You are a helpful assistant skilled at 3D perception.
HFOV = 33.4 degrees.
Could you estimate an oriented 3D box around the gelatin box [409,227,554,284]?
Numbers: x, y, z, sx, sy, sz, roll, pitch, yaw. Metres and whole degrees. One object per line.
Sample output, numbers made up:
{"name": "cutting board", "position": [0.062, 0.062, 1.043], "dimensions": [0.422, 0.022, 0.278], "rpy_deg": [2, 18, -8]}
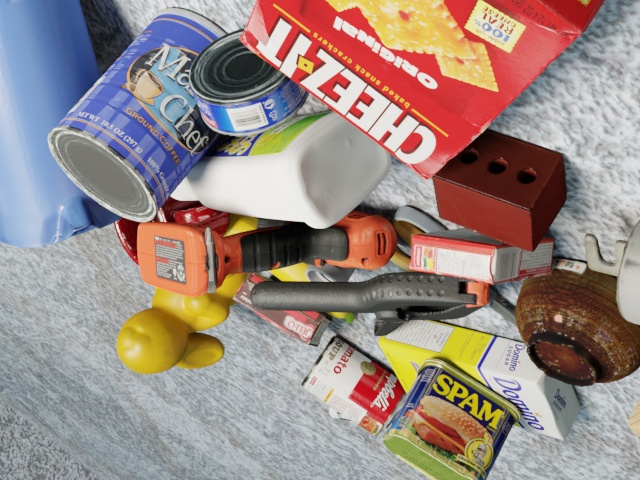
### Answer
{"name": "gelatin box", "position": [0.122, 0.011, 0.798], "dimensions": [0.073, 0.089, 0.030], "rpy_deg": [10, 100, 40]}

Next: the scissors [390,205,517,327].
{"name": "scissors", "position": [0.124, 0.044, 0.927], "dimensions": [0.201, 0.016, 0.096], "rpy_deg": [45, 155, -19]}

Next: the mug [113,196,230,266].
{"name": "mug", "position": [-0.134, -0.027, 1.016], "dimensions": [0.117, 0.081, 0.093], "rpy_deg": [-7, 103, 50]}

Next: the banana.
{"name": "banana", "position": [-0.039, 0.023, 1.065], "dimensions": [0.197, 0.037, 0.070], "rpy_deg": [39, 154, -6]}

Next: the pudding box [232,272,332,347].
{"name": "pudding box", "position": [-0.036, 0.072, 1.103], "dimensions": [0.090, 0.039, 0.113], "rpy_deg": [32, 179, 8]}

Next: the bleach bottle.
{"name": "bleach bottle", "position": [-0.062, -0.058, 0.878], "dimensions": [0.251, 0.102, 0.068], "rpy_deg": [1, 124, 49]}

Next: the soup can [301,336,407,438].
{"name": "soup can", "position": [0.038, 0.159, 1.169], "dimensions": [0.102, 0.068, 0.069], "rpy_deg": [34, 155, 5]}

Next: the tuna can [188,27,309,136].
{"name": "tuna can", "position": [-0.052, -0.118, 0.784], "dimensions": [0.086, 0.086, 0.033], "rpy_deg": [19, 148, 31]}

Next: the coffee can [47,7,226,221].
{"name": "coffee can", "position": [-0.131, -0.100, 0.847], "dimensions": [0.103, 0.140, 0.103], "rpy_deg": [28, 154, 15]}

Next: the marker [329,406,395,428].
{"name": "marker", "position": [0.057, 0.214, 1.297], "dimensions": [0.121, 0.020, 0.020], "rpy_deg": [1, 138, 50]}

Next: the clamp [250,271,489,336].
{"name": "clamp", "position": [0.066, 0.054, 0.917], "dimensions": [0.210, 0.036, 0.164], "rpy_deg": [-9, 162, 41]}

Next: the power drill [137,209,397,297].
{"name": "power drill", "position": [-0.056, 0.001, 0.906], "dimensions": [0.185, 0.187, 0.057], "rpy_deg": [6, 103, 56]}

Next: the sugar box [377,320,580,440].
{"name": "sugar box", "position": [0.148, 0.127, 1.005], "dimensions": [0.177, 0.048, 0.093], "rpy_deg": [13, 147, 40]}

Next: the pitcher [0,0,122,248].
{"name": "pitcher", "position": [-0.249, -0.129, 0.904], "dimensions": [0.149, 0.144, 0.243], "rpy_deg": [5, 123, 19]}

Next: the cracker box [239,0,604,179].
{"name": "cracker box", "position": [0.053, -0.140, 0.634], "dimensions": [0.164, 0.072, 0.214], "rpy_deg": [37, 155, -2]}

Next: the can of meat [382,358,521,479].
{"name": "can of meat", "position": [0.117, 0.171, 0.968], "dimensions": [0.102, 0.083, 0.057], "rpy_deg": [32, 152, 3]}

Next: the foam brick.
{"name": "foam brick", "position": [0.125, -0.037, 0.745], "dimensions": [0.078, 0.053, 0.051], "rpy_deg": [21, 151, 26]}
